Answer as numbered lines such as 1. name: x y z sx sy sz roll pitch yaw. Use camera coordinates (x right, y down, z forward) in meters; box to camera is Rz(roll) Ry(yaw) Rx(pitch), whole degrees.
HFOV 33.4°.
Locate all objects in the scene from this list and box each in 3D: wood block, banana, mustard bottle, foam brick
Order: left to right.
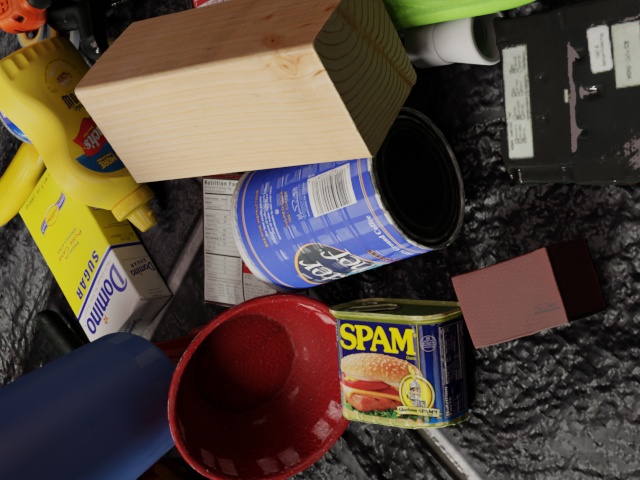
1. banana: -0.339 -0.054 1.128 0.198 0.037 0.069 -24 81 41
2. mustard bottle: -0.211 -0.089 0.964 0.058 0.096 0.191 -34 93 39
3. wood block: -0.053 -0.108 0.733 0.206 0.090 0.090 -4 131 35
4. foam brick: 0.138 0.036 0.711 0.078 0.051 0.053 -21 83 41

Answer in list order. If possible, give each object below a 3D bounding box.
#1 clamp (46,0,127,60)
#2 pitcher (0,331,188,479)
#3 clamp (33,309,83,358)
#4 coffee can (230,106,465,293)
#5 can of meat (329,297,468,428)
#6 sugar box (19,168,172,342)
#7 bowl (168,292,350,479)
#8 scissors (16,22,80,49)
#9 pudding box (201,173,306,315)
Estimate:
1. clamp: -0.205 -0.209 0.955 0.172 0.120 0.039 8 140 43
2. pitcher: -0.202 0.170 0.782 0.145 0.242 0.149 24 119 22
3. clamp: -0.216 0.150 1.046 0.210 0.036 0.164 -3 94 40
4. coffee can: 0.018 -0.026 0.774 0.141 0.102 0.103 -19 83 41
5. can of meat: 0.059 0.089 0.785 0.102 0.057 0.084 1 98 41
6. sugar box: -0.219 0.012 1.026 0.093 0.048 0.176 -48 64 34
7. bowl: -0.049 0.108 0.833 0.055 0.161 0.162 36 120 58
8. scissors: -0.272 -0.273 1.053 0.096 0.016 0.202 -2 95 37
9. pudding box: -0.056 0.001 0.886 0.090 0.039 0.113 6 98 41
